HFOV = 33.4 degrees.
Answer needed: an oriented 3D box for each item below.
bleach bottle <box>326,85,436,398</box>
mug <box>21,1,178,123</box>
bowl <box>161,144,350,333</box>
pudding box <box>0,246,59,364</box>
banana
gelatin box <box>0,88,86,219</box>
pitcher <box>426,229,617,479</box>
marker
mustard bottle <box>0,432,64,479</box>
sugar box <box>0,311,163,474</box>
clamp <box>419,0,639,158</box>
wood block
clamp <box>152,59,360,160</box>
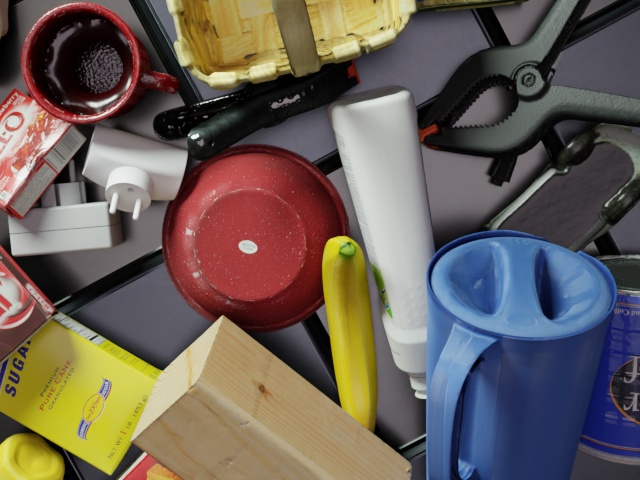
[{"bbox_3d":[0.065,0.005,0.867,0.068,0.102,0.251,-13,103,-1],"label":"bleach bottle"},{"bbox_3d":[-0.171,-0.137,0.860,0.117,0.081,0.093,10,95,1],"label":"mug"},{"bbox_3d":[-0.056,0.001,0.882,0.162,0.055,0.162,0,95,2],"label":"bowl"},{"bbox_3d":[-0.282,0.062,0.858,0.113,0.039,0.090,-42,91,6],"label":"pudding box"},{"bbox_3d":[0.023,0.071,0.873,0.037,0.069,0.198,-3,121,9],"label":"banana"},{"bbox_3d":[-0.247,-0.071,0.868,0.073,0.030,0.089,30,77,27],"label":"gelatin box"},{"bbox_3d":[0.134,0.128,0.806,0.149,0.145,0.243,-6,123,-9],"label":"pitcher"},{"bbox_3d":[0.169,-0.102,0.885,0.020,0.020,0.121,22,95,-1],"label":"marker"},{"bbox_3d":[-0.297,0.250,0.888,0.058,0.096,0.191,42,94,-3],"label":"mustard bottle"},{"bbox_3d":[-0.227,0.112,0.900,0.176,0.048,0.093,29,95,-2],"label":"sugar box"},{"bbox_3d":[0.178,-0.117,0.847,0.210,0.036,0.164,-32,68,16],"label":"clamp"},{"bbox_3d":[-0.033,0.169,0.847,0.206,0.090,0.090,40,117,-13],"label":"wood block"},{"bbox_3d":[-0.053,-0.110,0.860,0.171,0.120,0.039,-25,118,-25],"label":"clamp"}]
